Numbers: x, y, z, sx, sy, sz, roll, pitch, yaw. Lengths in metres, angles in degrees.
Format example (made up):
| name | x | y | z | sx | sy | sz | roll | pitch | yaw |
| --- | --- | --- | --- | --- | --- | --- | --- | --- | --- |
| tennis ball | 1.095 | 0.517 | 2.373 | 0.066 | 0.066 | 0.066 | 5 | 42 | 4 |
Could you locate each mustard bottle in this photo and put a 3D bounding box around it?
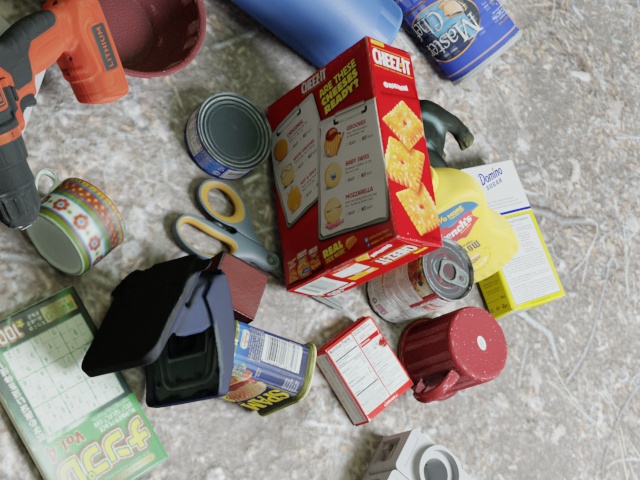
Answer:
| name | x | y | z | sx | sy | sz | roll | pitch | yaw |
| --- | --- | --- | --- | --- | --- | --- | --- | --- | --- |
| mustard bottle | 0.133 | -0.025 | 1.130 | 0.191 | 0.096 | 0.058 | 45 | 24 | -46 |

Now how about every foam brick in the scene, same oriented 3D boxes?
| name | x | y | z | sx | sy | sz | roll | pitch | yaw |
| --- | --- | --- | --- | --- | --- | --- | --- | --- | --- |
| foam brick | -0.094 | 0.052 | 1.000 | 0.053 | 0.078 | 0.051 | 29 | 59 | -20 |

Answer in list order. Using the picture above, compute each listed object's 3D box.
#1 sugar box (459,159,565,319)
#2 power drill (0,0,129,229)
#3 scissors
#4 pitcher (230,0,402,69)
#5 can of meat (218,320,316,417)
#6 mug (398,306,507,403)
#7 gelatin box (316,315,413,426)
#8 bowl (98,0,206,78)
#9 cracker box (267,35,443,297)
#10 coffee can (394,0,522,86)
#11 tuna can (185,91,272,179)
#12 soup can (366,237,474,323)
| name | x | y | z | sx | sy | sz | roll | pitch | yaw |
| --- | --- | --- | --- | --- | --- | --- | --- | --- | --- |
| sugar box | 0.213 | -0.002 | 1.252 | 0.093 | 0.048 | 0.176 | -12 | 76 | -37 |
| power drill | -0.241 | -0.123 | 0.905 | 0.187 | 0.057 | 0.184 | -48 | 127 | -54 |
| scissors | -0.057 | 0.001 | 1.084 | 0.201 | 0.016 | 0.096 | 19 | 63 | -28 |
| pitcher | -0.031 | -0.288 | 1.152 | 0.242 | 0.145 | 0.149 | 38 | 67 | -21 |
| can of meat | -0.066 | 0.117 | 0.980 | 0.083 | 0.102 | 0.057 | 23 | 60 | -23 |
| mug | 0.137 | 0.125 | 1.127 | 0.093 | 0.082 | 0.117 | 48 | 53 | -10 |
| gelatin box | 0.043 | 0.132 | 1.093 | 0.073 | 0.030 | 0.089 | -34 | 93 | -37 |
| bowl | -0.196 | -0.223 | 1.049 | 0.161 | 0.055 | 0.162 | 13 | 66 | -30 |
| cracker box | 0.030 | -0.068 | 1.066 | 0.072 | 0.164 | 0.214 | 12 | 62 | -39 |
| coffee can | 0.159 | -0.272 | 1.281 | 0.140 | 0.103 | 0.102 | 51 | 53 | -7 |
| tuna can | -0.094 | -0.106 | 1.088 | 0.086 | 0.034 | 0.086 | 13 | 66 | -30 |
| soup can | 0.103 | 0.044 | 1.122 | 0.068 | 0.102 | 0.068 | 13 | 66 | -30 |
